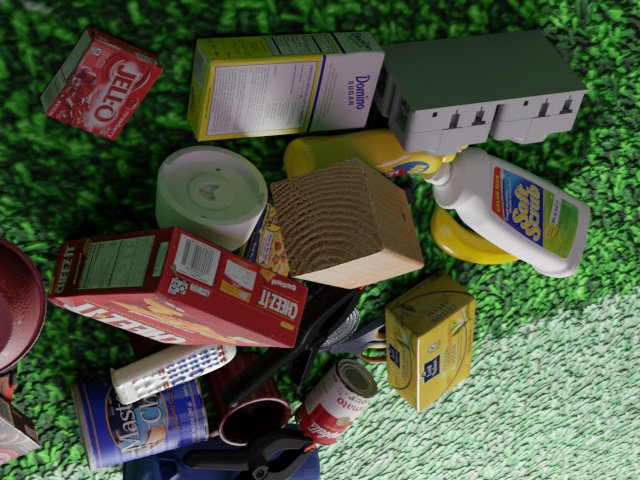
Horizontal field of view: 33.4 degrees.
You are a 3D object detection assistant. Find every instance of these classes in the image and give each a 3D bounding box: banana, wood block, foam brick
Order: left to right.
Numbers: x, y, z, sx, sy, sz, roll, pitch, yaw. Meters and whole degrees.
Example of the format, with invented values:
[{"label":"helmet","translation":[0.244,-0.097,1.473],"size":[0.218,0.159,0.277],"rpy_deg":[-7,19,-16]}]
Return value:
[{"label":"foam brick","translation":[-0.170,0.109,1.213],"size":[0.078,0.051,0.053],"rpy_deg":[16,125,-37]},{"label":"wood block","translation":[0.032,-0.011,1.043],"size":[0.090,0.091,0.206],"rpy_deg":[-17,170,14]},{"label":"banana","translation":[0.196,-0.002,1.291],"size":[0.197,0.037,0.070],"rpy_deg":[17,125,-38]}]

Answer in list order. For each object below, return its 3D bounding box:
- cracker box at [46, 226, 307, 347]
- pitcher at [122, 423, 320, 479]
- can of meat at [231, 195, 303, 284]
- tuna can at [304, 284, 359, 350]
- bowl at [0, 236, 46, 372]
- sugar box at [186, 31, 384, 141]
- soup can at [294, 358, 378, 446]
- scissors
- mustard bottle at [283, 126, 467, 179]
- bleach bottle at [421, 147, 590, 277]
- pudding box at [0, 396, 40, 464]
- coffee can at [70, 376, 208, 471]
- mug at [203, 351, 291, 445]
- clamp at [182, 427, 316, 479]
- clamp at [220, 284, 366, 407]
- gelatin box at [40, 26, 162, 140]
[{"label":"cracker box","translation":[-0.144,0.053,1.050],"size":[0.164,0.072,0.214],"rpy_deg":[26,159,-37]},{"label":"pitcher","translation":[-0.132,0.308,1.396],"size":[0.242,0.149,0.145],"rpy_deg":[-1,108,-30]},{"label":"can of meat","translation":[-0.057,0.001,1.129],"size":[0.083,0.058,0.102],"rpy_deg":[16,92,-35]},{"label":"tuna can","translation":[0.002,0.094,1.297],"size":[0.086,0.034,0.086],"rpy_deg":[-14,138,-13]},{"label":"bowl","translation":[-0.345,0.072,1.032],"size":[0.162,0.055,0.162],"rpy_deg":[-6,109,-18]},{"label":"sugar box","translation":[-0.034,-0.148,1.015],"size":[0.176,0.048,0.093],"rpy_deg":[-8,137,-24]},{"label":"soup can","translation":[0.021,0.213,1.407],"size":[0.068,0.068,0.102],"rpy_deg":[15,124,-38]},{"label":"scissors","translation":[0.034,0.121,1.356],"size":[0.201,0.016,0.096],"rpy_deg":[11,126,-36]},{"label":"mustard bottle","translation":[0.064,-0.090,1.097],"size":[0.191,0.058,0.096],"rpy_deg":[-11,177,-18]},{"label":"bleach bottle","translation":[0.207,-0.037,1.220],"size":[0.250,0.068,0.102],"rpy_deg":[20,83,-39]},{"label":"pudding box","translation":[-0.369,0.209,1.151],"size":[0.090,0.039,0.113],"rpy_deg":[-25,146,0]},{"label":"coffee can","translation":[-0.212,0.203,1.251],"size":[0.140,0.103,0.103],"rpy_deg":[-12,138,-16]},{"label":"mug","translation":[-0.103,0.198,1.318],"size":[0.117,0.081,0.093],"rpy_deg":[-31,139,6]},{"label":"clamp","translation":[-0.085,0.285,1.304],"size":[0.171,0.039,0.120],"rpy_deg":[-12,125,-23]},{"label":"clamp","translation":[-0.020,0.109,1.210],"size":[0.164,0.036,0.210],"rpy_deg":[-15,146,-56]},{"label":"gelatin box","translation":[-0.195,-0.139,0.953],"size":[0.073,0.030,0.089],"rpy_deg":[19,123,-40]}]
